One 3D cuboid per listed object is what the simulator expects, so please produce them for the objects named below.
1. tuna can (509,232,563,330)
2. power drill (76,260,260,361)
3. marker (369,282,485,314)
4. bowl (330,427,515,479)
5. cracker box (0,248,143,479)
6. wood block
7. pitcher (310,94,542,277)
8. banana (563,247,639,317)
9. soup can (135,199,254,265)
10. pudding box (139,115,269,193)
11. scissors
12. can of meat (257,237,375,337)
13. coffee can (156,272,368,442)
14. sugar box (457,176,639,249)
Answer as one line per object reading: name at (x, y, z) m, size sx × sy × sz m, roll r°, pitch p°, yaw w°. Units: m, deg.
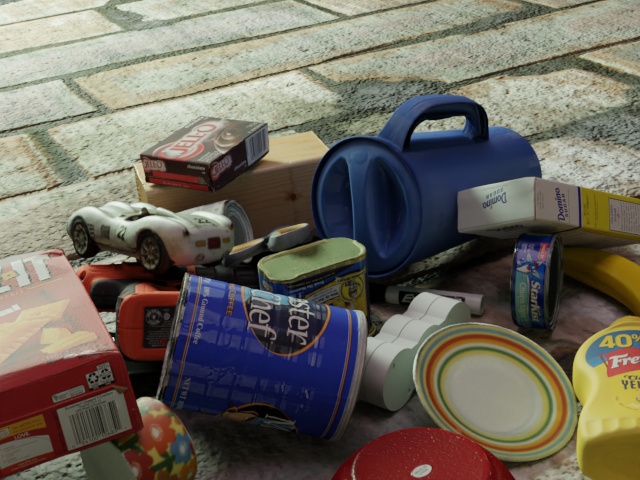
tuna can at (0.192, 0.036, 0.945) m, size 0.034 × 0.086 × 0.086 m, roll 4°, pitch 27°, yaw 21°
power drill at (-0.121, 0.056, 0.948) m, size 0.184 × 0.057 × 0.188 m, roll -2°, pitch 8°, yaw -16°
marker at (0.094, 0.054, 1.004) m, size 0.121 × 0.020 × 0.020 m, roll 6°, pitch 27°, yaw 22°
bowl at (0.068, 0.174, 0.713) m, size 0.162 × 0.055 × 0.162 m, roll -4°, pitch 26°, yaw 2°
cracker box at (-0.239, 0.089, 0.777) m, size 0.164 × 0.072 × 0.214 m, roll -18°, pitch 26°, yaw -18°
wood block at (-0.092, -0.048, 1.172) m, size 0.206 × 0.091 × 0.090 m, roll -12°, pitch 27°, yaw -14°
pitcher at (0.119, -0.059, 1.060) m, size 0.149 × 0.145 × 0.242 m, roll -22°, pitch -5°, yaw 44°
banana at (0.272, 0.046, 0.964) m, size 0.069 × 0.037 × 0.198 m, roll -19°, pitch 25°, yaw -18°
soup can at (-0.126, 0.003, 1.068) m, size 0.102 × 0.068 × 0.068 m, roll -14°, pitch 22°, yaw 19°
pudding box at (-0.119, -0.092, 1.115) m, size 0.090 × 0.039 × 0.113 m, roll 10°, pitch 30°, yaw 28°
scissors at (-0.057, 0.001, 1.048) m, size 0.096 × 0.016 × 0.202 m, roll -20°, pitch 4°, yaw -9°
can of meat at (-0.004, 0.051, 0.952) m, size 0.102 × 0.084 × 0.058 m, roll -17°, pitch 28°, yaw -23°
coffee can at (-0.045, 0.089, 0.811) m, size 0.140 × 0.103 × 0.103 m, roll 13°, pitch 24°, yaw -8°
sugar box at (0.221, -0.023, 0.996) m, size 0.175 × 0.048 × 0.094 m, roll 11°, pitch -14°, yaw -39°
